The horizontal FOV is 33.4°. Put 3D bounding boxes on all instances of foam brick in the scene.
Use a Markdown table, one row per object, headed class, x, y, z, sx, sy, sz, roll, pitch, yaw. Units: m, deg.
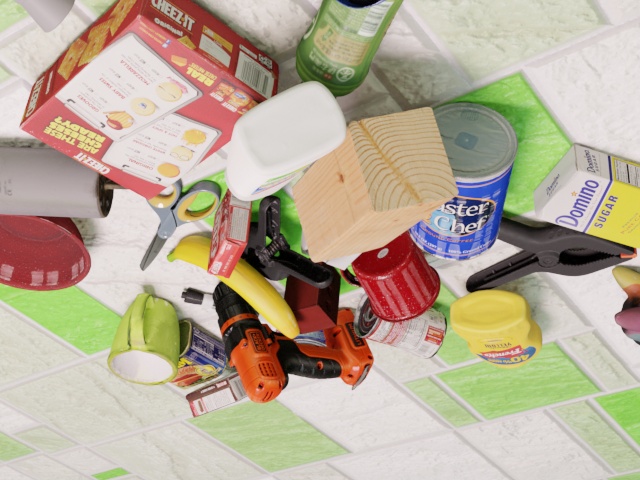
| class | x | y | z | sx | sy | sz | roll | pitch | yaw |
| --- | --- | --- | --- | --- | --- | --- | --- | --- | --- |
| foam brick | -0.010 | 0.067 | 1.326 | 0.051 | 0.078 | 0.053 | -12 | 141 | 23 |

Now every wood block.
| class | x | y | z | sx | sy | sz | roll | pitch | yaw |
| --- | --- | --- | --- | --- | --- | --- | --- | --- | --- |
| wood block | 0.047 | -0.050 | 1.076 | 0.090 | 0.091 | 0.206 | -13 | 170 | -19 |

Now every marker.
| class | x | y | z | sx | sy | sz | roll | pitch | yaw |
| --- | --- | --- | --- | --- | --- | --- | --- | --- | --- |
| marker | -0.125 | 0.086 | 1.411 | 0.121 | 0.020 | 0.020 | 15 | 142 | -14 |

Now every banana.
| class | x | y | z | sx | sy | sz | roll | pitch | yaw |
| --- | --- | --- | --- | --- | --- | --- | --- | --- | --- |
| banana | -0.103 | 0.046 | 1.289 | 0.198 | 0.037 | 0.070 | 33 | 153 | 16 |

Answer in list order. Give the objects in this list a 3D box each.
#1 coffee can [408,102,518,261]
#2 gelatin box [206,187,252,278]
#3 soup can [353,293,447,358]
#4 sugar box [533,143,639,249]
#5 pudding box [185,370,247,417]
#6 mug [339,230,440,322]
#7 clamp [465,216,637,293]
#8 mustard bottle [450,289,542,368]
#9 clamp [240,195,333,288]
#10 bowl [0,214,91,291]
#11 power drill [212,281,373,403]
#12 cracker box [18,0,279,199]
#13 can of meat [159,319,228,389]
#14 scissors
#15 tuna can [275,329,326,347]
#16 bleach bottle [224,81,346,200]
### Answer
| class | x | y | z | sx | sy | sz | roll | pitch | yaw |
| --- | --- | --- | --- | --- | --- | --- | --- | --- | --- |
| coffee can | 0.146 | -0.060 | 1.117 | 0.103 | 0.103 | 0.140 | 3 | 144 | 2 |
| gelatin box | -0.104 | -0.013 | 1.216 | 0.030 | 0.089 | 0.073 | 15 | 142 | -14 |
| soup can | 0.104 | 0.107 | 1.377 | 0.102 | 0.068 | 0.069 | 21 | 140 | -22 |
| sugar box | 0.334 | -0.041 | 1.172 | 0.176 | 0.048 | 0.093 | 13 | 143 | -14 |
| pudding box | -0.122 | 0.207 | 1.510 | 0.090 | 0.039 | 0.113 | -26 | 174 | 34 |
| mug | 0.076 | 0.037 | 1.274 | 0.117 | 0.093 | 0.081 | 3 | 143 | 32 |
| clamp | 0.260 | 0.006 | 1.248 | 0.210 | 0.036 | 0.164 | -6 | 145 | 17 |
| mustard bottle | 0.234 | 0.122 | 1.375 | 0.096 | 0.058 | 0.191 | -8 | 154 | 19 |
| clamp | -0.058 | 0.002 | 1.233 | 0.172 | 0.039 | 0.120 | -2 | 118 | 59 |
| bowl | -0.351 | -0.005 | 1.281 | 0.162 | 0.055 | 0.162 | 3 | 144 | 2 |
| power drill | -0.038 | 0.125 | 1.363 | 0.187 | 0.184 | 0.057 | 2 | 136 | -30 |
| cracker box | -0.170 | -0.146 | 1.061 | 0.164 | 0.072 | 0.214 | 31 | 137 | -31 |
| can of meat | -0.191 | 0.162 | 1.490 | 0.102 | 0.057 | 0.083 | -22 | 139 | 32 |
| scissors | -0.197 | -0.025 | 1.273 | 0.096 | 0.016 | 0.202 | 31 | 136 | -29 |
| tuna can | -0.021 | 0.144 | 1.466 | 0.086 | 0.033 | 0.086 | 3 | 144 | 2 |
| bleach bottle | -0.044 | -0.086 | 1.069 | 0.102 | 0.068 | 0.251 | -27 | 178 | -10 |
